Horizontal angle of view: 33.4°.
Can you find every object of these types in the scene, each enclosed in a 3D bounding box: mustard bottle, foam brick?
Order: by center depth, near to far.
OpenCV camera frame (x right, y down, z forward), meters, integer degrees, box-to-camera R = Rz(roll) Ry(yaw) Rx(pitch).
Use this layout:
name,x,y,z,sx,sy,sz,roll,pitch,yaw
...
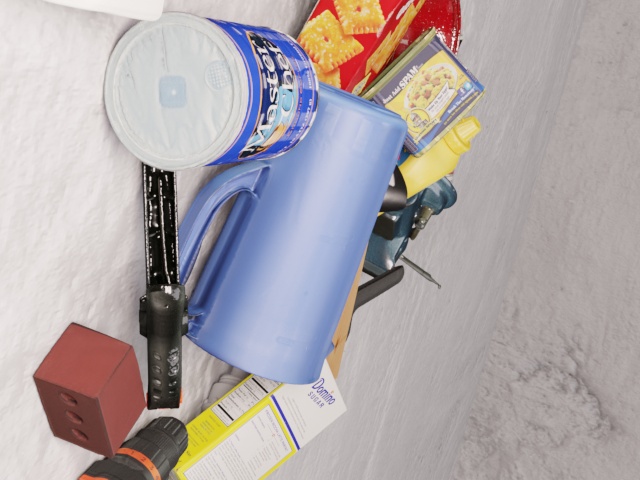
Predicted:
name,x,y,z,sx,sy,sz,roll,pitch,yaw
foam brick,-0.163,0.108,0.764,0.078,0.053,0.051,88,26,-46
mustard bottle,0.086,-0.078,1.135,0.058,0.192,0.096,51,28,-19

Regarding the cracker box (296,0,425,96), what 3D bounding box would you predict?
name,x,y,z,sx,sy,sz,roll,pitch,yaw
cracker box,0.057,-0.224,0.958,0.214,0.072,0.164,-54,178,42

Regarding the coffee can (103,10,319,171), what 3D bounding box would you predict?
name,x,y,z,sx,sy,sz,roll,pitch,yaw
coffee can,-0.072,-0.104,0.751,0.140,0.103,0.103,-20,126,-69

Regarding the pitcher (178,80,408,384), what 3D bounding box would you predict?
name,x,y,z,sx,sy,sz,roll,pitch,yaw
pitcher,-0.027,-0.012,0.900,0.149,0.145,0.243,-23,136,-76

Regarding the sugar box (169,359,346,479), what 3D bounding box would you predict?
name,x,y,z,sx,sy,sz,roll,pitch,yaw
sugar box,-0.062,0.179,1.012,0.176,0.048,0.093,-38,136,-19

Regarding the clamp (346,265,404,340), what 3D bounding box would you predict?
name,x,y,z,sx,sy,sz,roll,pitch,yaw
clamp,0.002,0.063,1.196,0.171,0.120,0.039,-52,-176,-8

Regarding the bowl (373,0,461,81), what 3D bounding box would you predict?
name,x,y,z,sx,sy,sz,roll,pitch,yaw
bowl,0.088,-0.216,1.134,0.162,0.055,0.162,-176,-90,-68

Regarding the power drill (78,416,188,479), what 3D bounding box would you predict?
name,x,y,z,sx,sy,sz,roll,pitch,yaw
power drill,-0.169,0.258,0.893,0.184,0.057,0.188,-44,145,-56

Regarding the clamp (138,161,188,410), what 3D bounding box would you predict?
name,x,y,z,sx,sy,sz,roll,pitch,yaw
clamp,-0.117,0.044,0.791,0.210,0.036,0.164,98,-13,-47

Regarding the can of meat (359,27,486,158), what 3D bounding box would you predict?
name,x,y,z,sx,sy,sz,roll,pitch,yaw
can of meat,0.100,-0.144,1.051,0.102,0.084,0.057,-44,-172,1
